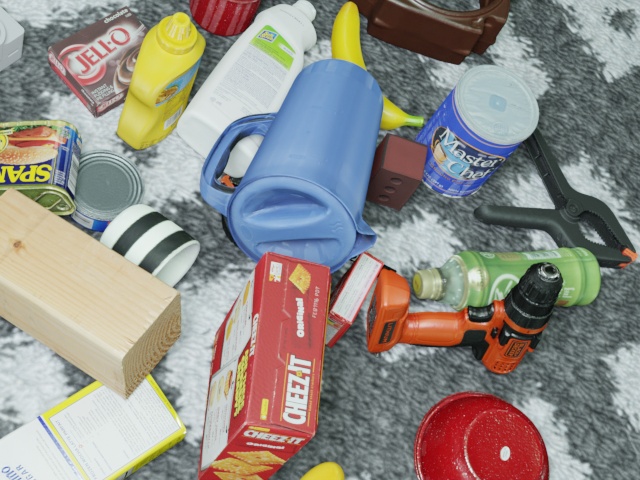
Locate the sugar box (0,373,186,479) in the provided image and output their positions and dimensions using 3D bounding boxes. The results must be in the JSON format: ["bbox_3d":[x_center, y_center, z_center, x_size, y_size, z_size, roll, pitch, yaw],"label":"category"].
[{"bbox_3d":[-0.225,0.197,1.022,0.176,0.048,0.093,-31,76,-25],"label":"sugar box"}]

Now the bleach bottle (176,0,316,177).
[{"bbox_3d":[-0.066,-0.194,1.257,0.102,0.068,0.250,37,56,-8],"label":"bleach bottle"}]

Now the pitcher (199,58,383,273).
[{"bbox_3d":[-0.015,-0.089,1.128,0.149,0.145,0.242,51,35,-27],"label":"pitcher"}]

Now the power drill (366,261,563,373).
[{"bbox_3d":[0.150,0.077,1.139,0.187,0.185,0.057,7,51,-6],"label":"power drill"}]

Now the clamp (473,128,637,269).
[{"bbox_3d":[0.303,-0.042,1.323,0.210,0.036,0.164,30,60,-6],"label":"clamp"}]

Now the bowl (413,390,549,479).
[{"bbox_3d":[0.184,0.232,1.139,0.162,0.055,0.162,8,64,-16],"label":"bowl"}]

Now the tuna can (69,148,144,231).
[{"bbox_3d":[-0.234,-0.053,1.146,0.086,0.034,0.086,8,63,-15],"label":"tuna can"}]

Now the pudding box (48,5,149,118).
[{"bbox_3d":[-0.238,-0.204,1.214,0.113,0.039,0.090,-37,80,-30],"label":"pudding box"}]

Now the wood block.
[{"bbox_3d":[-0.244,0.049,1.033,0.206,0.090,0.090,31,58,14],"label":"wood block"}]

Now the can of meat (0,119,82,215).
[{"bbox_3d":[-0.299,-0.074,1.097,0.102,0.057,0.084,-1,63,7],"label":"can of meat"}]

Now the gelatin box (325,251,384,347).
[{"bbox_3d":[0.028,0.063,1.157,0.030,0.073,0.089,31,60,-2],"label":"gelatin box"}]

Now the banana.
[{"bbox_3d":[0.052,-0.207,1.316,0.069,0.037,0.198,-19,70,-22],"label":"banana"}]

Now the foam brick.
[{"bbox_3d":[0.085,-0.080,1.243,0.053,0.078,0.051,17,61,-8],"label":"foam brick"}]

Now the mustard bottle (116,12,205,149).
[{"bbox_3d":[-0.166,-0.178,1.138,0.058,0.192,0.096,40,59,2],"label":"mustard bottle"}]

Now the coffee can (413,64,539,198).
[{"bbox_3d":[0.180,-0.126,1.261,0.102,0.140,0.103,8,63,-16],"label":"coffee can"}]

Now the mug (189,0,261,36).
[{"bbox_3d":[-0.119,-0.308,1.281,0.117,0.082,0.093,47,60,7],"label":"mug"}]

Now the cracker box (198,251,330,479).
[{"bbox_3d":[-0.056,0.131,1.013,0.072,0.214,0.164,12,62,-13],"label":"cracker box"}]
